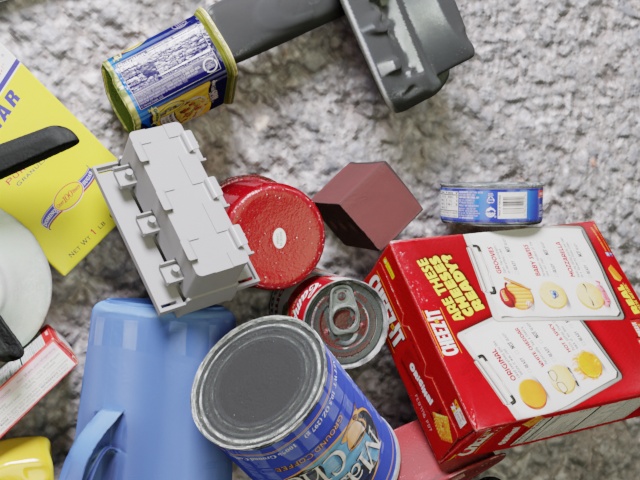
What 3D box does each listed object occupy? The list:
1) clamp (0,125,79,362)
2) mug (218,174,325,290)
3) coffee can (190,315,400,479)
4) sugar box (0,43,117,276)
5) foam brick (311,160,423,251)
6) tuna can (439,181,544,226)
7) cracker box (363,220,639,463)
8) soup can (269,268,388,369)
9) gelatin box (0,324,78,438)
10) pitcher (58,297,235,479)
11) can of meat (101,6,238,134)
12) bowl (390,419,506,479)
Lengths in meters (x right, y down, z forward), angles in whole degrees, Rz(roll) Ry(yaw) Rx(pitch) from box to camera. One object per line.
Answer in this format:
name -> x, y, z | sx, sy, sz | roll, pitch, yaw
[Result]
clamp -> -0.272, -0.028, 0.737 | 0.210, 0.036, 0.164 | 22, 91, 8
mug -> -0.055, 0.001, 0.828 | 0.117, 0.082, 0.093 | -31, 102, -14
coffee can -> -0.015, 0.133, 0.763 | 0.102, 0.103, 0.140 | -45, 136, -10
sugar box -> -0.222, -0.067, 0.790 | 0.093, 0.048, 0.176 | -47, 107, -9
foam brick -> 0.036, -0.028, 0.858 | 0.051, 0.078, 0.053 | -44, 105, -12
tuna can -> 0.142, -0.031, 0.888 | 0.086, 0.086, 0.034 | -2, 95, -18
cracker box -> 0.160, 0.074, 0.850 | 0.213, 0.072, 0.164 | -6, 58, -29
soup can -> 0.004, 0.059, 0.841 | 0.068, 0.102, 0.068 | -1, 94, -18
gelatin box -> -0.222, 0.106, 0.787 | 0.089, 0.073, 0.030 | -45, 105, -10
pitcher -> -0.129, 0.167, 0.787 | 0.144, 0.149, 0.243 | 4, 89, -18
can of meat -> -0.113, -0.117, 0.792 | 0.084, 0.102, 0.057 | -30, 85, -11
bowl -> 0.065, 0.186, 0.860 | 0.162, 0.162, 0.055 | -22, 71, -15
